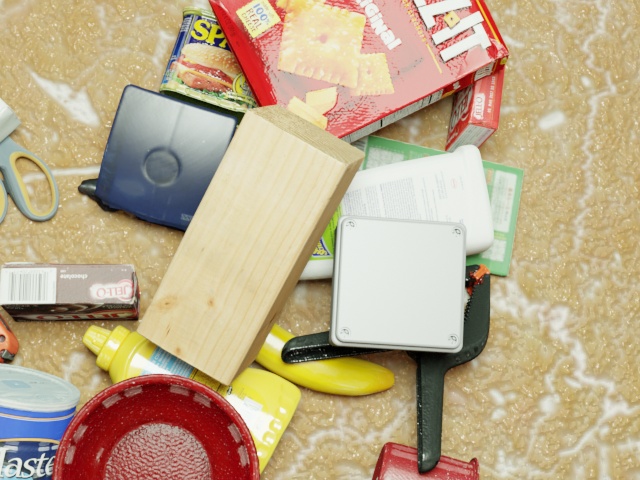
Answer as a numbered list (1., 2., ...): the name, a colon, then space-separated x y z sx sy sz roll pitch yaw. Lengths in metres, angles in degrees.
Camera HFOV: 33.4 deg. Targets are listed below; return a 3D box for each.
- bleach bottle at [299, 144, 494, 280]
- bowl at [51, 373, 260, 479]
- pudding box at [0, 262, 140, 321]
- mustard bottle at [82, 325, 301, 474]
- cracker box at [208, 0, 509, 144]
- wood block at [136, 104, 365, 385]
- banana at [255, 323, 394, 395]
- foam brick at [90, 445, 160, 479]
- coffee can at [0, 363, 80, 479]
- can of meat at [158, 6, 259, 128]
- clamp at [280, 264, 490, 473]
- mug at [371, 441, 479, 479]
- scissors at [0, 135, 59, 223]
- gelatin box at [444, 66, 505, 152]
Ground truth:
1. bleach bottle: 0.024 -0.019 0.964 0.250 0.068 0.102 -8 81 -6
2. bowl: -0.131 0.190 0.859 0.162 0.055 0.162 2 78 -7
3. pudding box: -0.213 0.046 0.920 0.113 0.090 0.039 2 75 -6
4. mustard bottle: -0.120 0.128 0.929 0.191 0.058 0.096 29 74 0
5. cracker box: 0.033 -0.181 0.934 0.214 0.072 0.164 -26 87 3
6. wood block: -0.055 0.001 0.874 0.090 0.090 0.206 30 105 6
7. banana: -0.027 0.089 0.960 0.198 0.037 0.069 38 77 2
8. foam brick: -0.173 0.209 0.907 0.078 0.053 0.051 -15 80 -11
9. coffee can: -0.259 0.180 0.857 0.102 0.103 0.140 14 95 -4
10. can of meat: -0.093 -0.159 0.999 0.102 0.057 0.084 18 78 -3
11. clamp: 0.092 0.097 0.943 0.209 0.036 0.165 -34 66 -29
12. mug: 0.082 0.229 0.909 0.081 0.093 0.117 15 41 1
13. scissors: -0.315 -0.094 0.977 0.096 0.016 0.202 -34 83 -13
14. gelatin box: 0.145 -0.127 1.003 0.030 0.089 0.073 11 76 -5
